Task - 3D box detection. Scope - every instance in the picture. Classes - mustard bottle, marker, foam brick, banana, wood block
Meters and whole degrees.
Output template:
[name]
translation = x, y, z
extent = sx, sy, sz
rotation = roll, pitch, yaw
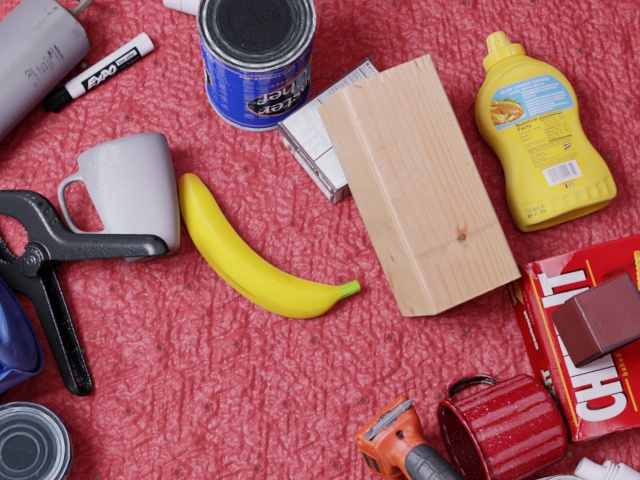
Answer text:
[mustard bottle]
translation = 0.199, -0.110, 1.004
extent = 0.096, 0.058, 0.191
rotation = -18, 76, -6
[marker]
translation = -0.214, -0.159, 1.022
extent = 0.121, 0.020, 0.020
rotation = -35, 79, -11
[foam brick]
translation = 0.230, 0.066, 0.875
extent = 0.053, 0.078, 0.051
rotation = -23, 76, -9
[banana]
translation = -0.063, 0.016, 0.974
extent = 0.198, 0.037, 0.069
rotation = 34, 57, 5
[wood block]
translation = 0.084, -0.045, 0.939
extent = 0.090, 0.090, 0.206
rotation = -22, 91, -14

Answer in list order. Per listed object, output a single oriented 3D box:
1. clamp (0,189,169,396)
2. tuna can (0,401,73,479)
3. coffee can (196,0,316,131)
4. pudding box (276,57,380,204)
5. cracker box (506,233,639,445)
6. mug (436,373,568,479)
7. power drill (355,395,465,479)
[clamp]
translation = -0.237, 0.012, 0.941
extent = 0.210, 0.036, 0.165
rotation = 42, 107, 14
[tuna can]
translation = -0.250, 0.178, 0.890
extent = 0.086, 0.034, 0.086
rotation = 3, 73, -10
[coffee can]
translation = -0.057, -0.171, 0.968
extent = 0.103, 0.140, 0.103
rotation = 1, 75, -2
[pudding box]
translation = 0.029, -0.104, 1.007
extent = 0.113, 0.039, 0.090
rotation = -37, 80, -13
[cracker box]
translation = 0.294, 0.077, 0.950
extent = 0.213, 0.072, 0.164
rotation = -14, 75, -5
[mug]
translation = 0.152, 0.159, 0.921
extent = 0.081, 0.093, 0.117
rotation = -21, 40, -13
[power drill]
translation = 0.114, 0.225, 0.871
extent = 0.057, 0.184, 0.188
rotation = -39, 60, -15
